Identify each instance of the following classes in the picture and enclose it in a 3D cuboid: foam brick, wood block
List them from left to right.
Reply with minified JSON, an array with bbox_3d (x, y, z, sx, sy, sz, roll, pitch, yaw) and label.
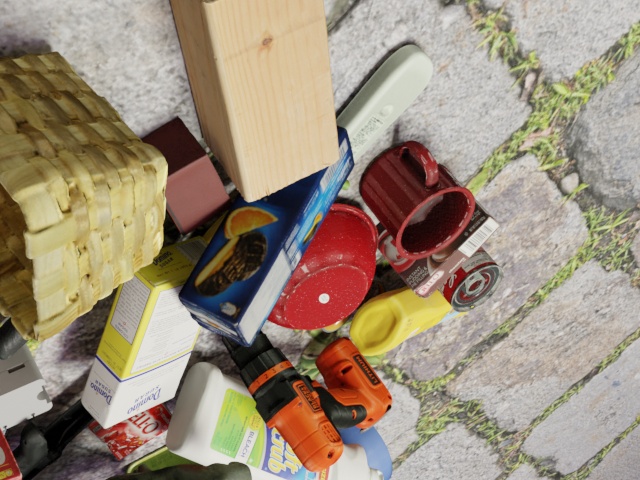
[{"bbox_3d":[-0.116,-0.053,0.894,0.051,0.053,0.078,-32,146,-7],"label":"foam brick"},{"bbox_3d":[-0.050,-0.140,0.821,0.090,0.090,0.206,-26,144,-14],"label":"wood block"}]

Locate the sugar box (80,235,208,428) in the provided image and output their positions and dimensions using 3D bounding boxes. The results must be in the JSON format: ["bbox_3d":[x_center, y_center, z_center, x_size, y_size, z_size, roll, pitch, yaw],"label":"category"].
[{"bbox_3d":[-0.153,0.084,0.971,0.093,0.048,0.176,-20,145,-49],"label":"sugar box"}]

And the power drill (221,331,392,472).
[{"bbox_3d":[-0.012,0.151,1.143,0.057,0.184,0.187,-42,162,24],"label":"power drill"}]

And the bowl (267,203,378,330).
[{"bbox_3d":[-0.004,0.040,1.081,0.162,0.055,0.162,-16,138,-15],"label":"bowl"}]

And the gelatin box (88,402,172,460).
[{"bbox_3d":[-0.199,0.184,1.114,0.073,0.030,0.089,-32,145,-8],"label":"gelatin box"}]

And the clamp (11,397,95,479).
[{"bbox_3d":[-0.273,0.200,1.026,0.172,0.039,0.120,-46,165,26],"label":"clamp"}]

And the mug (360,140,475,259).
[{"bbox_3d":[0.093,-0.049,1.056,0.093,0.082,0.117,-25,144,-18],"label":"mug"}]

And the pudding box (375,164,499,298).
[{"bbox_3d":[0.118,-0.009,1.118,0.113,0.090,0.039,-44,146,9],"label":"pudding box"}]

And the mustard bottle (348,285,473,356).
[{"bbox_3d":[0.125,0.072,1.227,0.191,0.058,0.096,-18,159,-43],"label":"mustard bottle"}]

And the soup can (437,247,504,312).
[{"bbox_3d":[0.142,0.019,1.161,0.068,0.102,0.068,-24,143,-19],"label":"soup can"}]

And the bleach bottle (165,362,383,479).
[{"bbox_3d":[-0.037,0.220,1.156,0.250,0.068,0.102,25,75,-25],"label":"bleach bottle"}]

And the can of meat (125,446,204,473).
[{"bbox_3d":[-0.168,0.280,1.229,0.102,0.057,0.084,-26,142,-16],"label":"can of meat"}]
